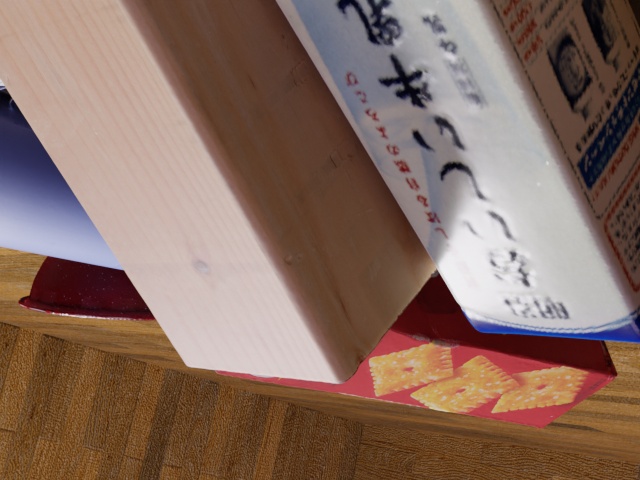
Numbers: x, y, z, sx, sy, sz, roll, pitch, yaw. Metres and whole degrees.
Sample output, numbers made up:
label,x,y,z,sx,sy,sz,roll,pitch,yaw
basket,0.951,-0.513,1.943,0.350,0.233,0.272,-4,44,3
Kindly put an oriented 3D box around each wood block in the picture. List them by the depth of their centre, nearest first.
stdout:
label,x,y,z,sx,sy,sz,roll,pitch,yaw
wood block,-0.043,-0.058,0.373,0.091,0.090,0.206,-1,127,44

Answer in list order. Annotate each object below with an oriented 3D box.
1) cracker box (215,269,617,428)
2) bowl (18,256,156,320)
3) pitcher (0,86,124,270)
label,x,y,z,sx,sy,sz,roll,pitch,yaw
cracker box,0.042,0.002,0.571,0.213,0.164,0.072,15,136,-33
bowl,-0.140,0.023,0.791,0.162,0.055,0.162,3,-177,0
pitcher,-0.124,-0.045,0.666,0.242,0.145,0.149,16,-160,-31
